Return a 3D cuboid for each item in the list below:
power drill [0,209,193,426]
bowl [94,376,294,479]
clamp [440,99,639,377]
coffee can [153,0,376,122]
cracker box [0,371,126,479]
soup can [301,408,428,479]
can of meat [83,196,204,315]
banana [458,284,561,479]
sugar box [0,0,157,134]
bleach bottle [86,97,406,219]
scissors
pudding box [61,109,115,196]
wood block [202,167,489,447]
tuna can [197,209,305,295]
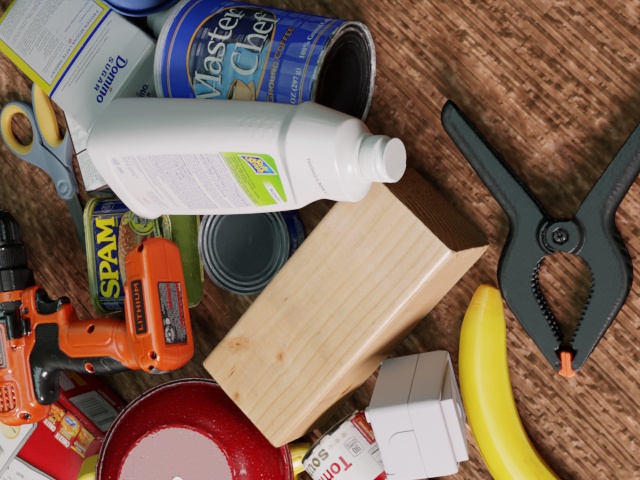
[{"bbox_3d":[-0.202,0.051,0.875,0.188,0.057,0.184,-12,86,24],"label":"power drill"},{"bbox_3d":[-0.103,0.185,0.813,0.162,0.055,0.162,-1,83,8],"label":"bowl"},{"bbox_3d":[0.181,-0.011,0.755,0.165,0.036,0.210,-9,92,21],"label":"clamp"},{"bbox_3d":[-0.042,-0.129,0.822,0.140,0.102,0.103,15,100,25],"label":"coffee can"},{"bbox_3d":[-0.276,0.204,0.979,0.164,0.072,0.214,37,109,20],"label":"cracker box"},{"bbox_3d":[0.042,0.188,0.820,0.102,0.068,0.069,48,112,17],"label":"soup can"},{"bbox_3d":[-0.149,0.011,0.911,0.084,0.057,0.102,-3,92,24],"label":"can of meat"},{"bbox_3d":[0.143,0.132,0.786,0.069,0.037,0.198,-28,83,-2],"label":"banana"},{"bbox_3d":[-0.202,-0.161,0.902,0.176,0.048,0.093,41,98,32],"label":"sugar box"},{"bbox_3d":[-0.050,-0.057,0.771,0.251,0.102,0.068,5,57,35],"label":"bleach bottle"},{"bbox_3d":[-0.248,-0.053,0.979,0.096,0.016,0.202,-7,90,28],"label":"scissors"},{"bbox_3d":[-0.163,-0.098,0.921,0.114,0.039,0.090,-20,82,24],"label":"pudding box"},{"bbox_3d":[0.019,0.049,0.810,0.090,0.090,0.206,46,111,17],"label":"wood block"},{"bbox_3d":[-0.056,0.001,0.875,0.086,0.033,0.086,2,94,26],"label":"tuna can"}]
